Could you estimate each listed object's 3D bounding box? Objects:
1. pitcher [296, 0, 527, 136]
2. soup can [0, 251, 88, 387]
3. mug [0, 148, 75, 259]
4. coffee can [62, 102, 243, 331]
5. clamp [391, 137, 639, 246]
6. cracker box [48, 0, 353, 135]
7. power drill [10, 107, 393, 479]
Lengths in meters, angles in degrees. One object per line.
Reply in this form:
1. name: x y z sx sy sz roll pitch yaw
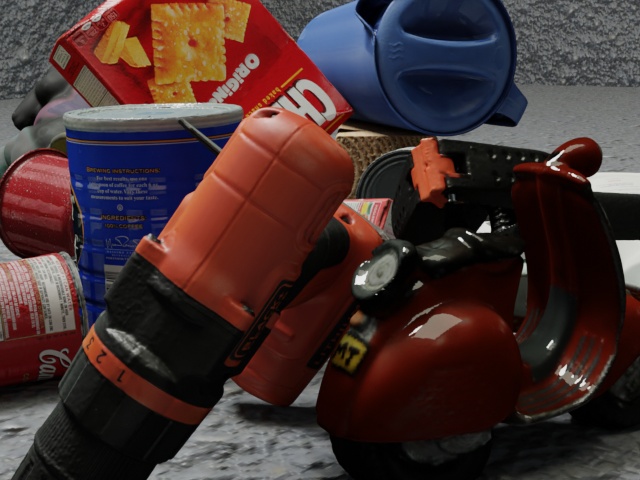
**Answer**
1. pitcher: 0.072 -0.161 0.981 0.144 0.149 0.243 -20 14 -17
2. soup can: -0.181 0.046 0.565 0.102 0.068 0.069 -8 13 -26
3. mug: -0.190 -0.017 0.855 0.082 0.093 0.117 13 -16 35
4. coffee can: -0.094 -0.007 0.626 0.103 0.140 0.103 -2 12 0
5. clamp: 0.107 -0.013 0.567 0.165 0.036 0.209 -17 -21 18
6. cracker box: -0.100 -0.136 0.930 0.164 0.213 0.072 -45 7 -24
7. power drill: -0.037 0.040 0.446 0.057 0.184 0.187 37 6 11
